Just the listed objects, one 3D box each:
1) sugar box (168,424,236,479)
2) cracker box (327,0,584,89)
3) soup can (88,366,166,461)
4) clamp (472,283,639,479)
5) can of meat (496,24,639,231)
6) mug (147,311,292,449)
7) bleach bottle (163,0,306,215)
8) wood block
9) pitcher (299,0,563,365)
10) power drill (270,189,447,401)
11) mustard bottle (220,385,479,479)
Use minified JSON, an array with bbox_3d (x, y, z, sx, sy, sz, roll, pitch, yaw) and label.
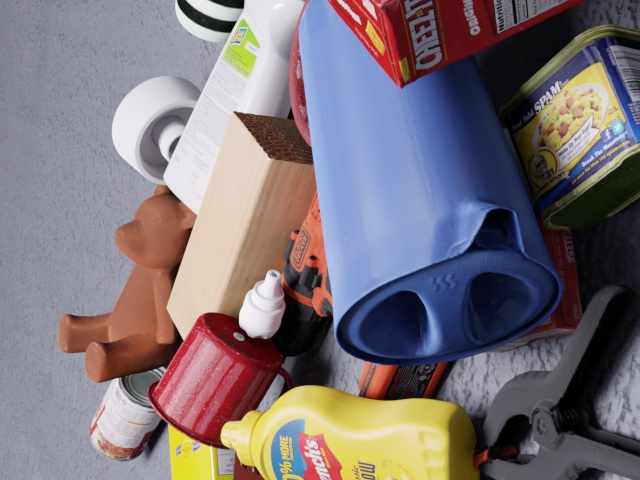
[{"bbox_3d":[-0.107,0.249,1.032,0.094,0.048,0.176,-28,61,53],"label":"sugar box"},{"bbox_3d":[0.100,-0.197,0.632,0.164,0.213,0.072,59,173,42],"label":"cracker box"},{"bbox_3d":[-0.208,0.187,1.178,0.102,0.068,0.068,-58,41,35],"label":"soup can"},{"bbox_3d":[0.151,0.101,0.657,0.172,0.039,0.120,-29,60,52],"label":"clamp"},{"bbox_3d":[0.164,-0.065,0.644,0.102,0.057,0.084,-43,52,46],"label":"can of meat"},{"bbox_3d":[-0.075,0.118,0.896,0.081,0.117,0.093,-59,27,12],"label":"mug"},{"bbox_3d":[-0.059,-0.144,0.986,0.103,0.067,0.251,41,112,43],"label":"bleach bottle"},{"bbox_3d":[-0.056,0.001,0.947,0.091,0.090,0.206,51,128,48],"label":"wood block"},{"bbox_3d":[0.052,-0.047,0.678,0.149,0.144,0.243,-23,57,21],"label":"pitcher"},{"bbox_3d":[0.021,0.067,0.846,0.188,0.057,0.185,57,139,43],"label":"power drill"},{"bbox_3d":[0.014,0.151,0.759,0.192,0.058,0.096,4,120,28],"label":"mustard bottle"}]
